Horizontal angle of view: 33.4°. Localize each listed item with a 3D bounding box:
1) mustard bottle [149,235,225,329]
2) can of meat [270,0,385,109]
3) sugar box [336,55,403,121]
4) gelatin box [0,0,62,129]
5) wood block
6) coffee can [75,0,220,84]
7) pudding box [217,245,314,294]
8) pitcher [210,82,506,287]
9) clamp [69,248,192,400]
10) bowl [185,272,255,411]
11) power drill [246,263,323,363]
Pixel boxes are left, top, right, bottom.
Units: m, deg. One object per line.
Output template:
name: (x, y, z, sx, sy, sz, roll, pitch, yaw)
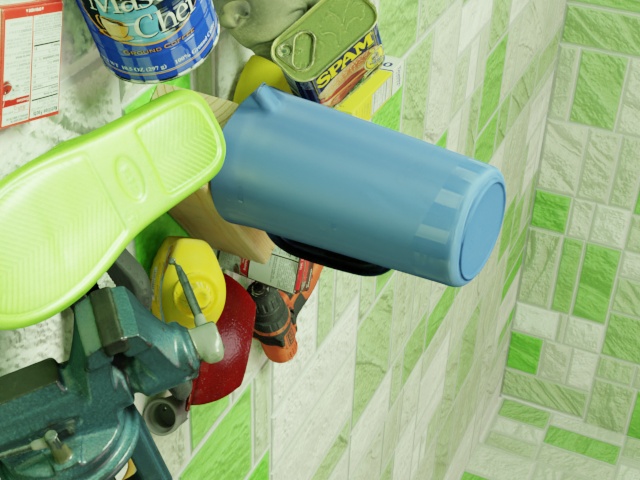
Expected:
mustard bottle: (-0.124, 0.046, 0.992, 0.192, 0.058, 0.096, -173, -90, -77)
can of meat: (0.011, -0.174, 1.000, 0.102, 0.057, 0.084, -42, 159, -4)
sugar box: (0.032, -0.188, 1.337, 0.176, 0.093, 0.048, -53, 152, -49)
gelatin box: (-0.220, -0.129, 0.769, 0.073, 0.030, 0.089, -37, 139, -63)
wood block: (-0.103, -0.060, 1.061, 0.206, 0.090, 0.091, 58, 51, -66)
coffee can: (-0.142, -0.204, 0.817, 0.140, 0.103, 0.102, 75, 35, -56)
pudding box: (-0.058, 0.002, 1.198, 0.039, 0.114, 0.090, -12, 117, -60)
pitcher: (0.035, -0.037, 0.950, 0.149, 0.243, 0.145, 15, 94, -64)
clamp: (-0.172, 0.071, 0.937, 0.039, 0.120, 0.171, -74, 166, -61)
bowl: (-0.105, 0.107, 1.144, 0.162, 0.055, 0.162, -170, -89, -83)
power drill: (-0.037, 0.048, 1.388, 0.184, 0.057, 0.187, 79, 34, -59)
